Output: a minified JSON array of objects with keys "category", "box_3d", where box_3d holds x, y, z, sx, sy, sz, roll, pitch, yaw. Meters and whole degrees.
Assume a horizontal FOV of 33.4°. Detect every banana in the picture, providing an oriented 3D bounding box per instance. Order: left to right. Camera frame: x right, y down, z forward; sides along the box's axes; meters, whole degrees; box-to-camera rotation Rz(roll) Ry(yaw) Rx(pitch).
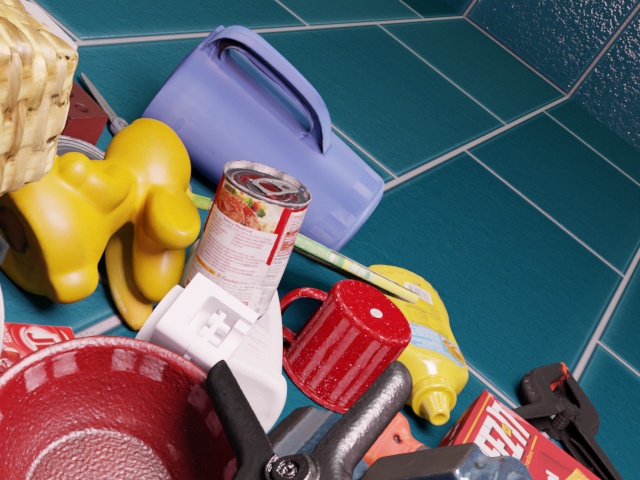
[{"category":"banana","box_3d":[-0.143,-0.005,0.891,0.069,0.037,0.197,29,35,-6]}]

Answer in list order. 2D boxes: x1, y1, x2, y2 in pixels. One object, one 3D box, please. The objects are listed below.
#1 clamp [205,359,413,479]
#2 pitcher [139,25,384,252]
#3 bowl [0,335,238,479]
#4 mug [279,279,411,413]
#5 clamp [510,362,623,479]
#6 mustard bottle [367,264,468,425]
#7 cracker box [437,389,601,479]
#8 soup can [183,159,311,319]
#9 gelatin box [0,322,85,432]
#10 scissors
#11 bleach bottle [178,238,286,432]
[{"category":"clamp","box_3d":[-0.024,0.127,0.575,0.120,0.039,0.171,1,42,20]},{"category":"pitcher","box_3d":[-0.051,-0.098,1.080,0.243,0.145,0.149,40,3,-6]},{"category":"bowl","box_3d":[-0.125,0.136,0.616,0.162,0.055,0.162,9,50,-11]},{"category":"mug","box_3d":[0.015,0.082,0.916,0.117,0.082,0.093,33,24,-6]},{"category":"clamp","box_3d":[0.253,0.190,1.088,0.164,0.036,0.209,36,23,3]},{"category":"mustard bottle","box_3d":[0.091,0.103,1.008,0.096,0.058,0.191,27,24,-24]},{"category":"cracker box","box_3d":[0.186,0.235,0.871,0.214,0.072,0.164,38,23,8]},{"category":"soup can","box_3d":[-0.055,0.001,0.791,0.068,0.102,0.068,19,22,-8]},{"category":"gelatin box","box_3d":[-0.184,0.092,0.695,0.073,0.030,0.089,11,34,-45]},{"category":"scissors","box_3d":[-0.207,-0.106,1.055,0.202,0.016,0.096,44,25,19]},{"category":"bleach bottle","box_3d":[-0.072,0.057,0.872,0.102,0.068,0.250,27,23,-9]}]
